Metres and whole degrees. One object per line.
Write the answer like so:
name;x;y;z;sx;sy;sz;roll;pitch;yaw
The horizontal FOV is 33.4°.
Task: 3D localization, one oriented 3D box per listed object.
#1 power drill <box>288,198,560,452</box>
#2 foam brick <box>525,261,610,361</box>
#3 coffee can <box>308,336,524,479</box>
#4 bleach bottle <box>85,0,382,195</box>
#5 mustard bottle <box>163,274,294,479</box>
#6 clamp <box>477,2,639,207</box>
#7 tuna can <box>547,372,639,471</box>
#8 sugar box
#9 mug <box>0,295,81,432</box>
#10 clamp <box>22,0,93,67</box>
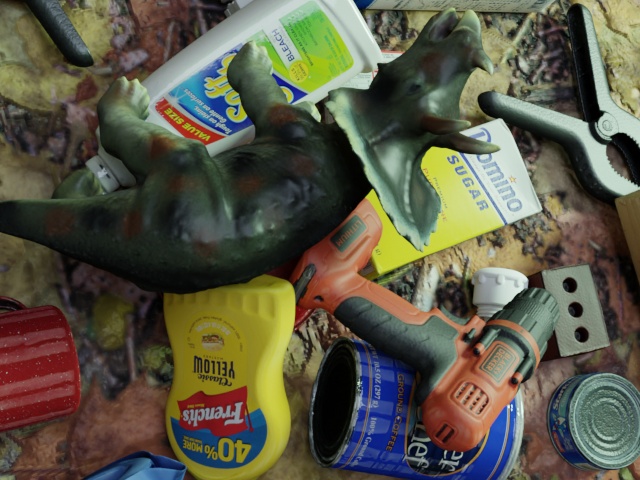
power drill;0.081;0.050;0.811;0.188;0.057;0.184;36;42;11
foam brick;0.210;0.064;0.936;0.052;0.051;0.078;-9;81;-21
coffee can;0.074;0.138;0.842;0.140;0.103;0.103;12;74;-17
bleach bottle;-0.077;-0.111;0.849;0.250;0.068;0.102;-37;115;-9
mustard bottle;-0.069;0.120;0.795;0.096;0.058;0.192;6;102;19
clamp;0.247;-0.100;0.994;0.164;0.036;0.210;-36;94;-26
tuna can;0.245;0.159;0.937;0.086;0.034;0.086;5;76;-19
sugar box;0.098;-0.037;0.922;0.176;0.048;0.093;-21;86;-22
mug;-0.224;0.084;0.761;0.081;0.093;0.117;-10;45;-27
clamp;-0.231;-0.211;0.845;0.171;0.039;0.120;17;68;-9
